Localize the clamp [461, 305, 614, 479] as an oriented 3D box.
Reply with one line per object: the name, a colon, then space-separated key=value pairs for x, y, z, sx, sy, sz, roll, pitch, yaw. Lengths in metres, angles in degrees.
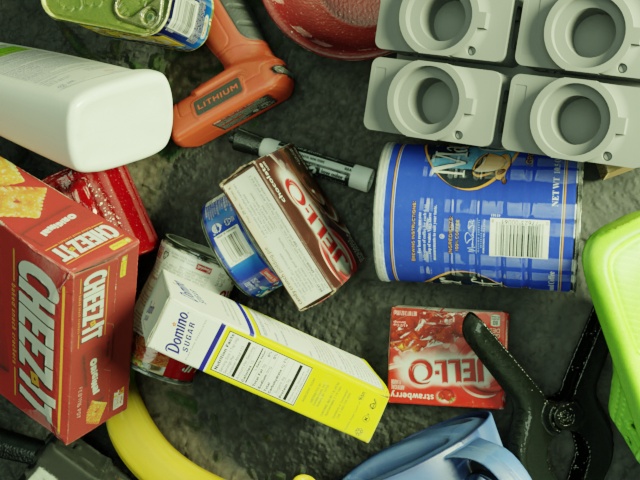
clamp: x=0.161 y=0.120 z=0.775 sx=0.120 sy=0.039 sz=0.171 roll=0 pitch=90 yaw=-3

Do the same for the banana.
banana: x=-0.107 y=0.178 z=0.850 sx=0.198 sy=0.037 sz=0.069 roll=41 pitch=93 yaw=10

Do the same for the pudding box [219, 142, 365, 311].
pudding box: x=-0.018 y=-0.012 z=0.797 sx=0.039 sy=0.090 sz=0.113 roll=-34 pitch=92 yaw=21

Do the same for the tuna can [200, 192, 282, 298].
tuna can: x=-0.055 y=0.001 z=0.818 sx=0.034 sy=0.086 sz=0.086 roll=-31 pitch=82 yaw=12

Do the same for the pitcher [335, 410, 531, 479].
pitcher: x=0.115 y=0.250 z=0.746 sx=0.145 sy=0.149 sz=0.243 roll=-27 pitch=86 yaw=10

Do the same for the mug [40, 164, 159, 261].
mug: x=-0.177 y=-0.016 z=0.836 sx=0.093 sy=0.117 sz=0.081 roll=-24 pitch=88 yaw=-13

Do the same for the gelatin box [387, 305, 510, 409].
gelatin box: x=0.097 y=0.088 z=0.809 sx=0.089 sy=0.030 sz=0.073 roll=2 pitch=89 yaw=14

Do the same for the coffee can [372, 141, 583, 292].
coffee can: x=0.115 y=-0.018 z=0.770 sx=0.140 sy=0.102 sz=0.103 roll=3 pitch=89 yaw=13

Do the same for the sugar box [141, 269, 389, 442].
sugar box: x=-0.042 y=0.083 z=0.775 sx=0.176 sy=0.093 sz=0.048 roll=23 pitch=95 yaw=-14

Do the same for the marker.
marker: x=-0.017 y=-0.065 z=0.845 sx=0.121 sy=0.020 sz=0.020 roll=18 pitch=93 yaw=13

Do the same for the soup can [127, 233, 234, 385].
soup can: x=-0.112 y=0.054 z=0.840 sx=0.068 sy=0.068 sz=0.102 roll=25 pitch=94 yaw=12

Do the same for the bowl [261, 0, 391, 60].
bowl: x=0.033 y=-0.213 z=0.817 sx=0.162 sy=0.055 sz=0.162 roll=0 pitch=88 yaw=12

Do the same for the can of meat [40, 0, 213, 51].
can of meat: x=-0.138 y=-0.176 z=0.785 sx=0.102 sy=0.083 sz=0.057 roll=13 pitch=93 yaw=16

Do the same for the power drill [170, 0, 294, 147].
power drill: x=-0.117 y=-0.173 z=0.851 sx=0.184 sy=0.057 sz=0.188 roll=-26 pitch=84 yaw=15

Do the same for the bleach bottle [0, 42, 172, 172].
bleach bottle: x=-0.238 y=-0.122 z=0.849 sx=0.251 sy=0.102 sz=0.068 roll=22 pitch=122 yaw=35

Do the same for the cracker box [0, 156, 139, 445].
cracker box: x=-0.240 y=0.031 z=0.809 sx=0.214 sy=0.072 sz=0.164 roll=30 pitch=129 yaw=26
